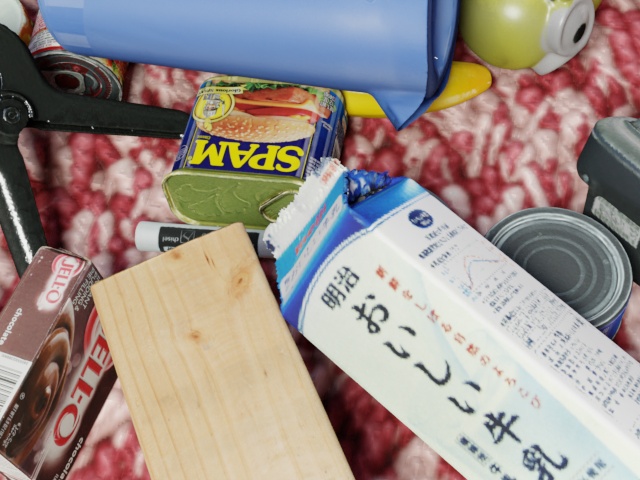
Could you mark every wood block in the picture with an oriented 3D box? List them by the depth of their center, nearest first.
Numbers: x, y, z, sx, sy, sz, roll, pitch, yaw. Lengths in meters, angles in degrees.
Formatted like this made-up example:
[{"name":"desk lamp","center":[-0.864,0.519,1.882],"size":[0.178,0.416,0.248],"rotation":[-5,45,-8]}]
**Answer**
[{"name":"wood block","center":[-0.039,0.107,0.547],"size":[0.090,0.091,0.206],"rotation":[-23,58,-4]}]

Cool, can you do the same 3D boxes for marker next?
[{"name":"marker","center":[-0.054,0.001,0.656],"size":[0.121,0.020,0.020],"rotation":[4,60,13]}]

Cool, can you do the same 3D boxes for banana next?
[{"name":"banana","center":[0.010,-0.113,0.704],"size":[0.198,0.037,0.069],"rotation":[20,66,21]}]

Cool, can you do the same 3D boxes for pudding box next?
[{"name":"pudding box","center":[-0.150,0.073,0.588],"size":[0.039,0.090,0.113],"rotation":[17,64,21]}]

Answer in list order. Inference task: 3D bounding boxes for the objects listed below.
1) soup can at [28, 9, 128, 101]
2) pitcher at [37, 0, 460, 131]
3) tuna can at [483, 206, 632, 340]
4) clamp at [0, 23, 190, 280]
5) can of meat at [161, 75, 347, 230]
[{"name":"soup can","center":[-0.163,-0.145,0.736],"size":[0.068,0.068,0.102],"rotation":[-1,58,9]},{"name":"pitcher","center":[-0.037,-0.167,0.629],"size":[0.243,0.145,0.149],"rotation":[7,52,13]},{"name":"tuna can","center":[0.125,0.024,0.584],"size":[0.086,0.034,0.086],"rotation":[-1,54,1]},{"name":"clamp","center":[-0.183,-0.076,0.654],"size":[0.210,0.036,0.164],"rotation":[47,63,-16]},{"name":"can of meat","center":[-0.037,-0.054,0.666],"size":[0.102,0.057,0.084],"rotation":[5,57,12]}]
